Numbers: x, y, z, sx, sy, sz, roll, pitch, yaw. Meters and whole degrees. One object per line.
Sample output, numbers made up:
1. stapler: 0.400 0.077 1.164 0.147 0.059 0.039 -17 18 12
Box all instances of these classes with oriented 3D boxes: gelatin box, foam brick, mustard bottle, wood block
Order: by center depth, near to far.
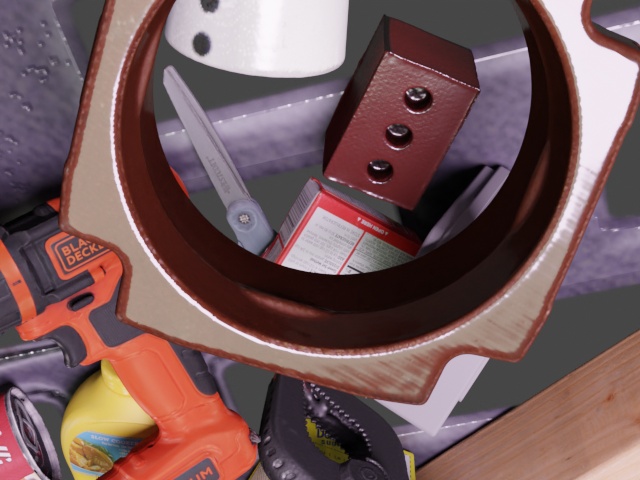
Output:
1. foam brick: 0.039 -0.065 0.545 0.053 0.051 0.078 20 122 -10
2. gelatin box: 0.004 0.020 0.600 0.073 0.030 0.089 27 105 -22
3. wood block: 0.165 0.146 0.658 0.206 0.090 0.090 -39 114 23
4. mustard bottle: -0.115 0.133 0.679 0.096 0.058 0.192 5 124 2

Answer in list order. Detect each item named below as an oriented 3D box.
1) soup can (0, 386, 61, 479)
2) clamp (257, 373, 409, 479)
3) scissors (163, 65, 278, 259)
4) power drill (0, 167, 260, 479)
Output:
1. soup can: -0.224 0.144 0.668 0.102 0.068 0.068 -26 121 -4
2. clamp: 0.031 0.149 0.612 0.164 0.210 0.036 7 126 -31
3. scissors: -0.054 0.001 0.612 0.096 0.016 0.201 -35 116 17
4. power drill: -0.126 0.071 0.573 0.184 0.057 0.187 -30 111 -22
